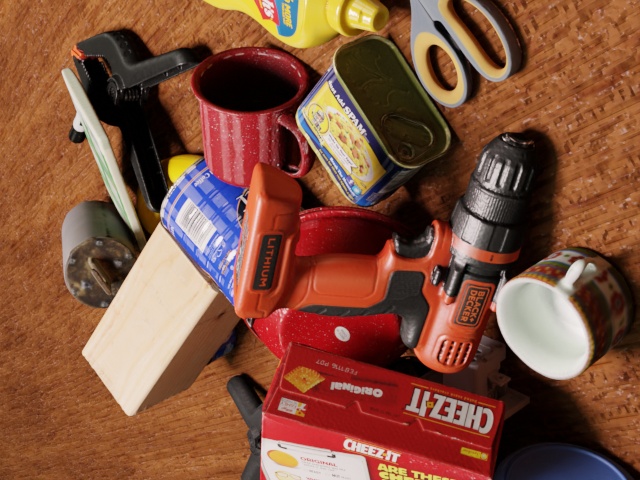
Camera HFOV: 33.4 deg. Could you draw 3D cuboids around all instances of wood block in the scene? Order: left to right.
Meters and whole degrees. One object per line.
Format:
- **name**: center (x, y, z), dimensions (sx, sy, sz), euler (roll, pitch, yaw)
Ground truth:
- **wood block**: center (-0.141, 0.069, 1.048), dimensions (0.090, 0.090, 0.206), euler (50, 129, 16)

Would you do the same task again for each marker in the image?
- **marker**: center (-0.256, -0.141, 1.162), dimensions (0.020, 0.020, 0.121), euler (55, 146, 10)

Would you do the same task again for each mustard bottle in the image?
- **mustard bottle**: center (-0.024, -0.193, 0.775), dimensions (0.192, 0.058, 0.096), euler (35, 133, 35)

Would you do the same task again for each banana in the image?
- **banana**: center (-0.145, -0.050, 1.068), dimensions (0.069, 0.037, 0.198), euler (41, 149, -8)

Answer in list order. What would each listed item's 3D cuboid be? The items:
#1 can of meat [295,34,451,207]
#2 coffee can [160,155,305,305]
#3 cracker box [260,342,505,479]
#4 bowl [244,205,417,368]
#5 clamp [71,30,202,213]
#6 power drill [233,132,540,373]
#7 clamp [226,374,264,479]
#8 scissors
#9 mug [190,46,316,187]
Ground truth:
- **can of meat**: center (0.035, -0.083, 0.777), dimensions (0.102, 0.057, 0.084), euler (58, 149, 7)
- **coffee can**: center (-0.056, 0.001, 0.918), dimensions (0.140, 0.102, 0.103), euler (47, 144, 22)
- **cracker box**: center (0.040, 0.175, 0.821), dimensions (0.164, 0.072, 0.214), euler (15, 145, 6)
- **bowl**: center (0.014, 0.054, 0.816), dimensions (0.055, 0.162, 0.162), euler (-90, 0, -54)
- **clamp**: center (-0.185, -0.133, 1.032), dimensions (0.210, 0.036, 0.165), euler (35, 122, 43)
- **power drill**: center (0.042, 0.001, 0.717), dimensions (0.057, 0.187, 0.184), euler (-98, 19, -61)
- **clamp**: center (-0.055, 0.210, 1.085), dimensions (0.172, 0.039, 0.120), euler (-164, 62, -68)
- **scissors**: center (0.057, -0.171, 0.720), dimensions (0.202, 0.016, 0.096), euler (49, 145, 19)
- **mug**: center (-0.047, -0.091, 0.855), dimensions (0.117, 0.093, 0.081), euler (34, 143, 30)
